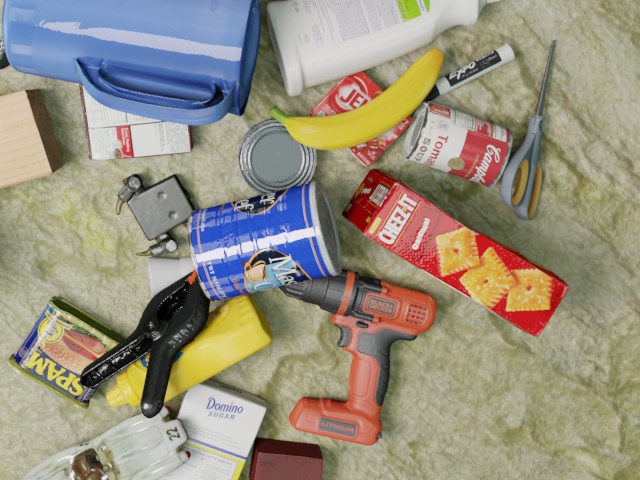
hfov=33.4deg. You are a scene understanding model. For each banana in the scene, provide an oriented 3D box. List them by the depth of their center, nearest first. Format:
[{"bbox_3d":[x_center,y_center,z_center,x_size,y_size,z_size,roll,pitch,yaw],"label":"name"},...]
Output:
[{"bbox_3d":[0.048,-0.142,1.138,0.197,0.037,0.069,-20,102,-5],"label":"banana"}]

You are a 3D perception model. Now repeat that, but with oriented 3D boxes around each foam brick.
[{"bbox_3d":[-0.039,0.262,1.222,0.078,0.051,0.053,9,98,-7],"label":"foam brick"}]

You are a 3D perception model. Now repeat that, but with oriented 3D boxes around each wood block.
[{"bbox_3d":[-0.385,-0.087,1.110,0.206,0.091,0.090,-16,101,-3],"label":"wood block"}]

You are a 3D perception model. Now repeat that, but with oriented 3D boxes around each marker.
[{"bbox_3d":[0.158,-0.182,1.183,0.121,0.020,0.020,-27,101,-1],"label":"marker"}]

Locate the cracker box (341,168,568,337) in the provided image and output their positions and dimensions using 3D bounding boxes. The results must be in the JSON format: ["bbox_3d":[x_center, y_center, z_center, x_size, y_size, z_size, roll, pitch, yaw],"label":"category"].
[{"bbox_3d":[0.139,0.008,1.140,0.213,0.164,0.072,31,93,-10],"label":"cracker box"}]

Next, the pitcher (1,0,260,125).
[{"bbox_3d":[-0.183,-0.197,1.048,0.243,0.149,0.145,8,98,1],"label":"pitcher"}]

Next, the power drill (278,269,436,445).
[{"bbox_3d":[0.023,0.127,1.203,0.184,0.057,0.188,15,99,-5],"label":"power drill"}]

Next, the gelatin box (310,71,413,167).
[{"bbox_3d":[0.045,-0.137,1.174,0.089,0.030,0.073,43,92,-11],"label":"gelatin box"}]

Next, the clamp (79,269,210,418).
[{"bbox_3d":[-0.166,0.108,1.119,0.171,0.120,0.039,-50,140,-13],"label":"clamp"}]

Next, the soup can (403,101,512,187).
[{"bbox_3d":[0.150,-0.106,1.170,0.102,0.068,0.068,18,97,-9],"label":"soup can"}]

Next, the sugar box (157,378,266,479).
[{"bbox_3d":[-0.135,0.249,1.215,0.093,0.048,0.176,22,93,-7],"label":"sugar box"}]

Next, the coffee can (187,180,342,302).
[{"bbox_3d":[-0.057,0.001,1.136,0.140,0.102,0.103,-13,101,10],"label":"coffee can"}]

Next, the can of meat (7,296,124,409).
[{"bbox_3d":[-0.276,0.122,1.174,0.102,0.057,0.084,33,92,-11],"label":"can of meat"}]

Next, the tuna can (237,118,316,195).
[{"bbox_3d":[-0.048,-0.091,1.171,0.086,0.034,0.086,-1,99,-5],"label":"tuna can"}]

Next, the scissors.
[{"bbox_3d":[0.230,-0.120,1.175,0.016,0.096,0.202,10,103,32],"label":"scissors"}]

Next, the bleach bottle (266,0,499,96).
[{"bbox_3d":[0.074,-0.234,1.136,0.250,0.068,0.102,-15,73,-4],"label":"bleach bottle"}]

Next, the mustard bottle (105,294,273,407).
[{"bbox_3d":[-0.147,0.129,1.166,0.191,0.096,0.058,-30,111,0],"label":"mustard bottle"}]

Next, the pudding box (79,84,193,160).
[{"bbox_3d":[-0.196,-0.135,1.139,0.113,0.039,0.090,-7,110,-9],"label":"pudding box"}]
